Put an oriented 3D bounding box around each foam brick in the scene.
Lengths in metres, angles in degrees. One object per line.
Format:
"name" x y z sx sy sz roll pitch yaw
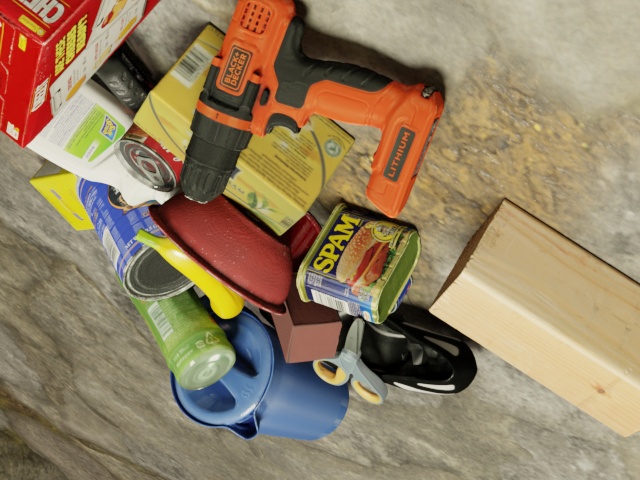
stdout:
"foam brick" -0.015 0.075 1.062 0.051 0.078 0.053 -3 133 -17

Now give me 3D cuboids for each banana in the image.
"banana" -0.113 0.039 1.082 0.070 0.037 0.197 26 164 31

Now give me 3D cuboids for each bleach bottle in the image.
"bleach bottle" -0.242 -0.107 1.078 0.251 0.102 0.068 37 -174 14

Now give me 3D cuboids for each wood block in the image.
"wood block" 0.211 0.069 0.921 0.206 0.090 0.091 33 152 2

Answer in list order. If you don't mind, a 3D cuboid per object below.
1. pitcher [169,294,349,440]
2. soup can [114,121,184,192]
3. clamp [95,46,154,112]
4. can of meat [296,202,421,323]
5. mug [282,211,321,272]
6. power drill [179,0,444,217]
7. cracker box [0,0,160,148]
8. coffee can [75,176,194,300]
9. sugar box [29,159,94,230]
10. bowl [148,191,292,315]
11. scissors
"pitcher" -0.064 0.161 1.274 0.145 0.149 0.242 15 171 29
"soup can" -0.137 -0.105 1.004 0.068 0.102 0.068 26 152 15
"clamp" -0.199 -0.169 0.968 0.165 0.036 0.209 58 -177 34
"can of meat" 0.038 0.023 1.022 0.084 0.102 0.057 19 150 23
"mug" -0.057 0.001 1.110 0.093 0.081 0.117 22 150 22
"power drill" -0.010 -0.088 0.850 0.188 0.057 0.184 24 108 7
"cracker box" -0.170 -0.191 0.779 0.072 0.213 0.164 37 153 -3
"coffee can" -0.186 -0.022 1.127 0.140 0.102 0.103 56 166 33
"sugar box" -0.266 -0.059 1.277 0.177 0.048 0.093 -2 136 50
"bowl" -0.080 -0.002 0.989 0.162 0.055 0.162 39 -175 -5
"scissors" 0.045 0.127 1.088 0.096 0.016 0.202 34 157 -5
